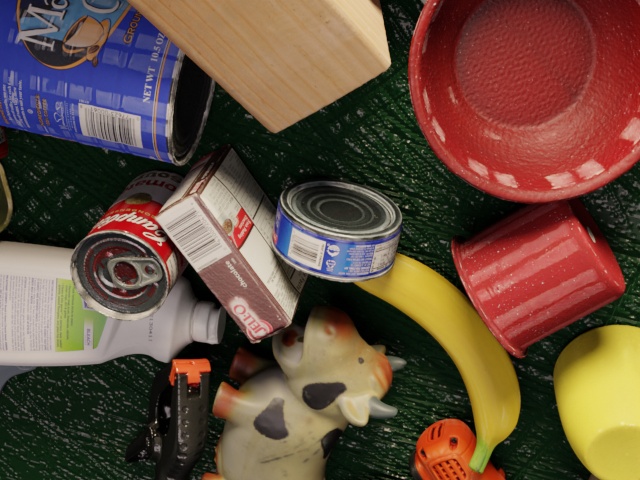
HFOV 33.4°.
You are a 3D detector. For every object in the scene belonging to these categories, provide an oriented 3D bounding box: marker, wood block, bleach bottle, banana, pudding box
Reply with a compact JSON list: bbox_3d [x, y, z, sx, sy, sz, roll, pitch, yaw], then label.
[{"bbox_3d":[0.105,-0.115,0.676,0.020,0.020,0.121,-34,106,26],"label":"marker"},{"bbox_3d":[-0.056,-0.165,0.596,0.090,0.091,0.205,-27,136,25],"label":"wood block"},{"bbox_3d":[-0.197,0.056,0.809,0.251,0.068,0.102,7,108,7],"label":"bleach bottle"},{"bbox_3d":[0.088,0.071,0.758,0.069,0.037,0.198,-37,99,-17],"label":"banana"},{"bbox_3d":[-0.055,0.001,0.734,0.039,0.090,0.113,-27,108,22],"label":"pudding box"}]

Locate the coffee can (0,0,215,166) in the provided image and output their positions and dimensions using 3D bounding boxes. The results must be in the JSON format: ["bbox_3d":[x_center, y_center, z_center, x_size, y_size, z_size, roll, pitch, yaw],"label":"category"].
[{"bbox_3d":[-0.146,-0.112,0.686,0.140,0.102,0.103,13,120,6],"label":"coffee can"}]

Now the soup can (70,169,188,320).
[{"bbox_3d":[-0.122,0.001,0.741,0.068,0.102,0.068,5,119,10],"label":"soup can"}]

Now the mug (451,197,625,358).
[{"bbox_3d":[0.151,0.023,0.708,0.082,0.093,0.117,-31,138,20],"label":"mug"}]

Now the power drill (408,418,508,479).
[{"bbox_3d":[0.078,0.243,0.855,0.188,0.057,0.184,-26,106,21],"label":"power drill"}]

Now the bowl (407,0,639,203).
[{"bbox_3d":[0.129,-0.106,0.639,0.162,0.055,0.162,-1,106,-3],"label":"bowl"}]

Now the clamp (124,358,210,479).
[{"bbox_3d":[-0.112,0.164,0.811,0.039,0.120,0.172,-7,140,-28],"label":"clamp"}]

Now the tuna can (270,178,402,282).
[{"bbox_3d":[0.011,-0.009,0.716,0.086,0.086,0.034,14,119,5],"label":"tuna can"}]
